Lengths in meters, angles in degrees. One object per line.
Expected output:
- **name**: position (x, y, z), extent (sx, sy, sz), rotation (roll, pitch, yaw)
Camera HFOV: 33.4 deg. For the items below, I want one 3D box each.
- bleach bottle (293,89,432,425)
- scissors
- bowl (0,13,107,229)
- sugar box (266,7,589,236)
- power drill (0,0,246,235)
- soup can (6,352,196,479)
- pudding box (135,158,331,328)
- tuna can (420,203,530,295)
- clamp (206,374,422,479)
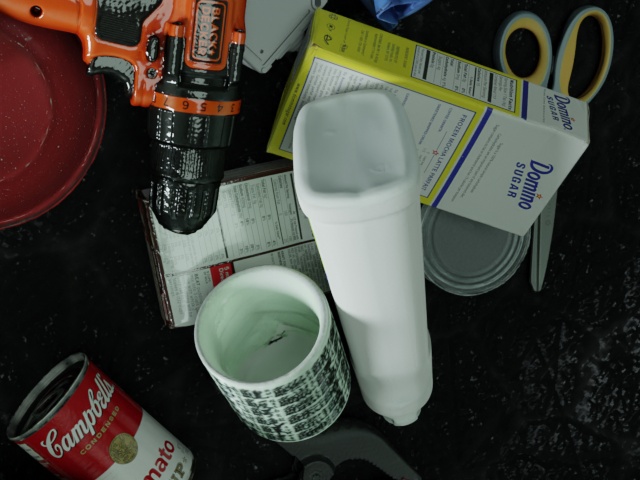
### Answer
- **bleach bottle**: position (0.037, 0.035, 0.659), extent (0.068, 0.102, 0.251), rotation (-9, 133, 4)
- **scissors**: position (0.145, -0.071, 0.744), extent (0.096, 0.016, 0.202), rotation (17, 96, -17)
- **bowl**: position (-0.204, -0.079, 0.620), extent (0.162, 0.055, 0.162), rotation (-3, 101, -15)
- **sugar box**: position (0.064, -0.070, 0.655), extent (0.176, 0.048, 0.093), rotation (17, 139, -9)
- **power drill**: position (-0.133, -0.097, 0.577), extent (0.187, 0.057, 0.184), rotation (4, 103, -18)
- **soup can**: position (-0.137, 0.129, 0.675), extent (0.068, 0.069, 0.102), rotation (-45, 110, -4)
- **pudding box**: position (-0.054, 0.001, 0.689), extent (0.113, 0.039, 0.090), rotation (-13, 104, -15)
- **tuna can**: position (0.099, -0.007, 0.733), extent (0.086, 0.034, 0.086), rotation (-3, 102, -15)
- **clamp**: position (-0.011, 0.148, 0.732), extent (0.171, 0.039, 0.120), rotation (1, 104, -16)
